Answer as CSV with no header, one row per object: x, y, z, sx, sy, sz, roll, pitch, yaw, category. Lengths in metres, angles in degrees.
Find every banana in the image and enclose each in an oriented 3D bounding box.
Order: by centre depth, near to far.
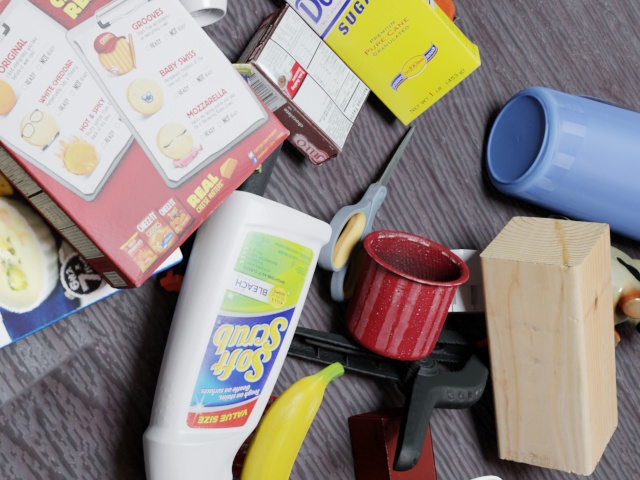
-0.033,0.188,0.831,0.069,0.037,0.198,12,101,-35,banana

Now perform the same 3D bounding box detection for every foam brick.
0.064,0.187,0.924,0.051,0.053,0.078,-4,86,-33,foam brick

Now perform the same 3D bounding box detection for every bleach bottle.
-0.070,0.094,0.809,0.102,0.068,0.251,21,79,-35,bleach bottle

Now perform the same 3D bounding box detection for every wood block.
0.207,0.093,0.952,0.090,0.090,0.206,-39,127,-50,wood block

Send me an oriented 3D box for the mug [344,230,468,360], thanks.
0.066,0.043,0.917,0.093,0.117,0.081,9,115,-19,mug

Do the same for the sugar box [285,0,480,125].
0.051,-0.196,0.947,0.176,0.093,0.048,42,23,-21,sugar box

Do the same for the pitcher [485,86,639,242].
0.287,-0.079,1.069,0.242,0.149,0.145,14,91,-27,pitcher

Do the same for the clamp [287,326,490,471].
0.084,0.122,0.914,0.209,0.165,0.036,-3,129,-39,clamp

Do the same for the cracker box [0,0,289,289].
-0.151,-0.097,0.735,0.213,0.072,0.164,49,66,-15,cracker box

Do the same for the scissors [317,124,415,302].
0.046,-0.020,0.958,0.201,0.016,0.096,-49,145,-49,scissors

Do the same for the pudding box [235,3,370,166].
-0.016,-0.133,0.918,0.113,0.039,0.090,44,45,-21,pudding box
